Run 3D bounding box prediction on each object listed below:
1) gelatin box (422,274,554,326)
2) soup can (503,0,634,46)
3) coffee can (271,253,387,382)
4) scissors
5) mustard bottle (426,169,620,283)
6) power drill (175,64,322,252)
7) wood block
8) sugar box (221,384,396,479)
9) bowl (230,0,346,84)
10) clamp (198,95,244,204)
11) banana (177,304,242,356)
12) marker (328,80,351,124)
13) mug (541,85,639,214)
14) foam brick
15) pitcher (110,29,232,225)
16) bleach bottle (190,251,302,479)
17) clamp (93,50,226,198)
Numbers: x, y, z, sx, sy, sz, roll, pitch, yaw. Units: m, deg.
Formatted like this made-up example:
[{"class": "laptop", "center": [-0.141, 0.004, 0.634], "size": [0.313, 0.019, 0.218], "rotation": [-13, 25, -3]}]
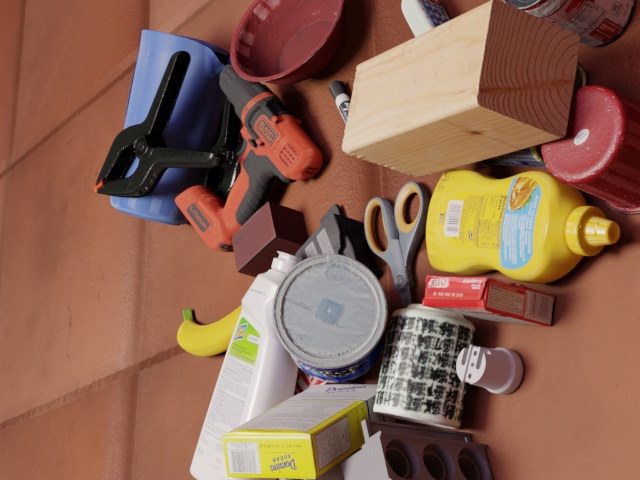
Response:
[{"class": "gelatin box", "center": [0.144, 0.051, 0.918], "size": [0.073, 0.089, 0.030], "rotation": [0, 77, 52]}, {"class": "soup can", "center": [0.213, -0.214, 0.916], "size": [0.069, 0.102, 0.068], "rotation": [-23, 59, 46]}, {"class": "coffee can", "center": [0.012, 0.077, 1.007], "size": [0.140, 0.103, 0.103], "rotation": [76, -160, -77]}, {"class": "scissors", "center": [0.092, 0.024, 1.057], "size": [0.096, 0.016, 0.202], "rotation": [-48, 44, 30]}, {"class": "mustard bottle", "center": [0.176, -0.012, 0.926], "size": [0.192, 0.058, 0.096], "rotation": [6, 85, 53]}, {"class": "power drill", "center": [-0.099, -0.094, 1.279], "size": [0.184, 0.057, 0.188], "rotation": [52, 121, 28]}, {"class": "wood block", "center": [0.113, -0.121, 0.910], "size": [0.206, 0.090, 0.090], "rotation": [-11, 65, 61]}, {"class": "sugar box", "center": [-0.005, 0.173, 0.983], "size": [0.093, 0.176, 0.048], "rotation": [-5, 93, 29]}, {"class": "bowl", "center": [-0.027, -0.239, 1.253], "size": [0.162, 0.055, 0.162], "rotation": [-21, 50, 27]}, {"class": "clamp", "center": [-0.114, -0.116, 1.353], "size": [0.172, 0.039, 0.120], "rotation": [-53, 46, 23]}, {"class": "banana", "center": [-0.123, 0.104, 1.288], "size": [0.198, 0.037, 0.069], "rotation": [-13, 68, 50]}, {"class": "marker", "center": [0.034, -0.138, 1.189], "size": [0.020, 0.020, 0.121], "rotation": [-50, 43, 29]}, {"class": "mug", "center": [0.227, -0.080, 0.865], "size": [0.117, 0.081, 0.093], "rotation": [39, 108, 51]}, {"class": "foam brick", "center": [-0.058, 0.002, 1.230], "size": [0.078, 0.051, 0.053], "rotation": [-41, 47, 36]}, {"class": "pitcher", "center": [-0.204, -0.151, 1.416], "size": [0.149, 0.145, 0.243], "rotation": [-81, 6, -86]}, {"class": "bleach bottle", "center": [-0.061, 0.136, 1.109], "size": [0.103, 0.068, 0.251], "rotation": [13, 87, 52]}, {"class": "clamp", "center": [-0.208, -0.125, 1.319], "size": [0.210, 0.036, 0.164], "rotation": [-28, 66, 33]}]
